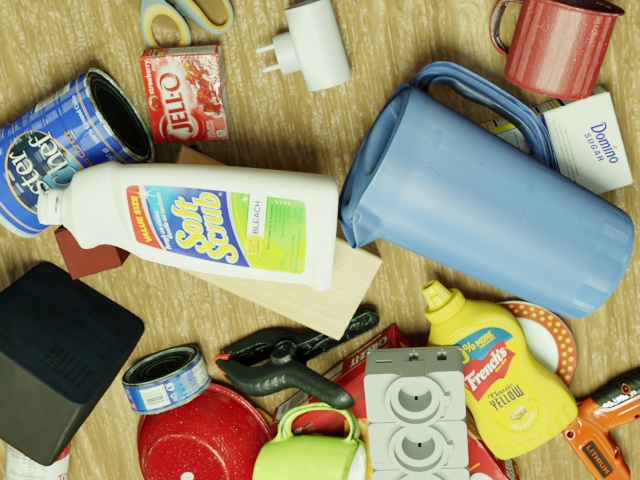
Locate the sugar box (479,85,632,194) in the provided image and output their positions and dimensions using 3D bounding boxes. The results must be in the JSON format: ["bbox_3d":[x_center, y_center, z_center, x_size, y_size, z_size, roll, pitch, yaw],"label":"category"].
[{"bbox_3d":[0.193,-0.073,1.001,0.176,0.048,0.093,-17,106,6],"label":"sugar box"}]

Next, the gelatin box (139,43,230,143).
[{"bbox_3d":[-0.125,-0.136,0.999,0.073,0.030,0.089,-3,120,3],"label":"gelatin box"}]

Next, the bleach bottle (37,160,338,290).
[{"bbox_3d":[-0.113,-0.015,0.916,0.250,0.068,0.102,3,105,-3],"label":"bleach bottle"}]

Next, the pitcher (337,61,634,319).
[{"bbox_3d":[0.149,-0.037,0.932,0.242,0.145,0.149,26,120,-10],"label":"pitcher"}]

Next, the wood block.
[{"bbox_3d":[-0.057,0.001,1.004,0.206,0.090,0.091,25,104,-11],"label":"wood block"}]

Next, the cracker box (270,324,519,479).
[{"bbox_3d":[0.078,0.218,1.091,0.164,0.072,0.213,-37,103,15],"label":"cracker box"}]

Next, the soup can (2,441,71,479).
[{"bbox_3d":[-0.295,0.215,1.114,0.068,0.068,0.102,10,109,0],"label":"soup can"}]

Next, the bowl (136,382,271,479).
[{"bbox_3d":[-0.127,0.229,1.097,0.162,0.055,0.162,5,108,16],"label":"bowl"}]

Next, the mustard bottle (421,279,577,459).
[{"bbox_3d":[0.160,0.116,1.037,0.096,0.058,0.191,-34,102,16],"label":"mustard bottle"}]

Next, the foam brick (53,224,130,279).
[{"bbox_3d":[-0.215,-0.003,1.032,0.053,0.078,0.051,-14,105,8],"label":"foam brick"}]

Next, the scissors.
[{"bbox_3d":[-0.172,-0.245,0.981,0.201,0.016,0.096,35,107,-8],"label":"scissors"}]

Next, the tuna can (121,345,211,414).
[{"bbox_3d":[-0.155,0.139,1.071,0.086,0.086,0.034,-17,105,9],"label":"tuna can"}]

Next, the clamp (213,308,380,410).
[{"bbox_3d":[-0.022,0.112,1.057,0.172,0.120,0.039,2,128,31],"label":"clamp"}]

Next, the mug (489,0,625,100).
[{"bbox_3d":[0.202,-0.179,0.949,0.117,0.093,0.081,26,116,27],"label":"mug"}]

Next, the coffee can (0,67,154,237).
[{"bbox_3d":[-0.241,-0.081,0.994,0.140,0.102,0.103,-31,104,12],"label":"coffee can"}]
